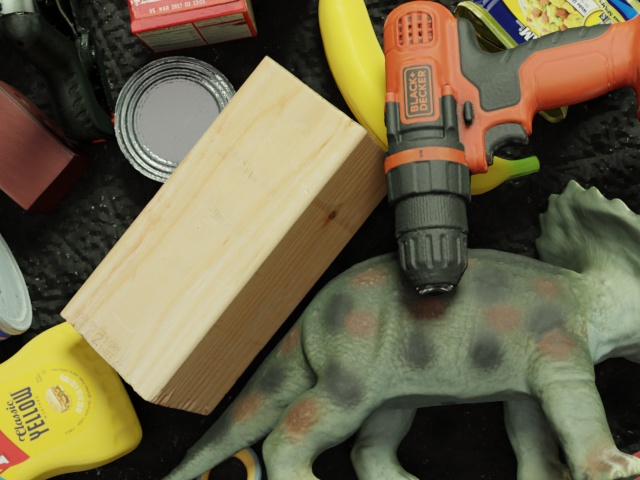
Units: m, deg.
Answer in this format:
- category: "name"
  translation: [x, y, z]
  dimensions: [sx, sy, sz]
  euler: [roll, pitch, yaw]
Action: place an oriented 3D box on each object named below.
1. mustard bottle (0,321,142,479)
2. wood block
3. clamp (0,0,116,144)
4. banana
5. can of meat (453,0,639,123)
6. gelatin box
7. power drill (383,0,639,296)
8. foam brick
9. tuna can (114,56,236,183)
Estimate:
- category: "mustard bottle"
  translation: [-0.219, 0.129, 0.683]
  dimensions: [0.191, 0.058, 0.096]
  euler: [-24, 81, -21]
- category: "wood block"
  translation: [-0.054, 0.001, 0.683]
  dimensions: [0.090, 0.090, 0.206]
  euler: [39, 91, 24]
- category: "clamp"
  translation: [-0.161, -0.114, 0.664]
  dimensions: [0.039, 0.171, 0.120]
  euler: [-6, 46, 9]
- category: "banana"
  translation: [0.055, -0.095, 0.721]
  dimensions: [0.198, 0.037, 0.069]
  euler: [45, 74, 0]
- category: "can of meat"
  translation: [0.154, -0.144, 0.706]
  dimensions: [0.084, 0.057, 0.102]
  euler: [-43, 89, 0]
- category: "gelatin box"
  translation: [-0.082, -0.148, 0.696]
  dimensions: [0.073, 0.089, 0.030]
  euler: [-10, 90, 1]
- category: "power drill"
  translation: [0.129, -0.064, 0.628]
  dimensions: [0.188, 0.057, 0.184]
  euler: [-6, 75, 12]
- category: "foam brick"
  translation: [-0.201, -0.062, 0.718]
  dimensions: [0.078, 0.053, 0.051]
  euler: [42, 91, 1]
- category: "tuna can"
  translation: [-0.094, -0.080, 0.724]
  dimensions: [0.086, 0.034, 0.086]
  euler: [0, 90, 2]
